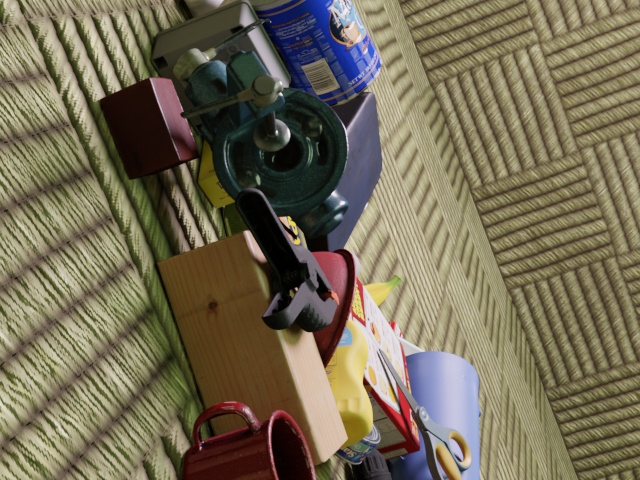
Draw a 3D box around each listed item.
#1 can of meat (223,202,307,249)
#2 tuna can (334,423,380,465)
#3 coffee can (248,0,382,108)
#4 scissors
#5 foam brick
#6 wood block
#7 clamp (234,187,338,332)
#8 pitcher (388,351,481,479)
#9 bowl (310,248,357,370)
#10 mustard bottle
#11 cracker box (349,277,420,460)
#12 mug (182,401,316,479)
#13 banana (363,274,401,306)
[{"bbox_3d":[-0.057,0.001,1.136,0.083,0.057,0.102,23,49,-67],"label":"can of meat"},{"bbox_3d":[0.023,0.198,1.151,0.086,0.034,0.086,40,12,-11],"label":"tuna can"},{"bbox_3d":[-0.008,-0.226,1.143,0.140,0.103,0.103,58,20,-35],"label":"coffee can"},{"bbox_3d":[0.131,0.211,1.280,0.096,0.016,0.202,-19,86,-56],"label":"scissors"},{"bbox_3d":[-0.150,-0.099,0.942,0.051,0.053,0.078,-37,108,-74],"label":"foam brick"},{"bbox_3d":[-0.058,0.100,0.945,0.090,0.091,0.206,-12,83,-74],"label":"wood block"},{"bbox_3d":[-0.026,0.024,0.903,0.171,0.039,0.120,35,42,-73],"label":"clamp"},{"bbox_3d":[0.138,0.268,1.387,0.242,0.149,0.145,-86,167,-49],"label":"pitcher"},{"bbox_3d":[-0.028,0.073,1.043,0.055,0.162,0.162,23,36,-19],"label":"bowl"},{"bbox_3d":[0.002,0.129,1.108,0.191,0.096,0.058,-90,158,-51],"label":"mustard bottle"},{"bbox_3d":[0.042,0.144,1.282,0.213,0.072,0.164,55,21,-43],"label":"cracker box"},{"bbox_3d":[-0.062,0.181,0.850,0.093,0.082,0.117,-74,142,-65],"label":"mug"},{"bbox_3d":[0.049,0.071,1.410,0.037,0.070,0.197,37,13,17],"label":"banana"}]
